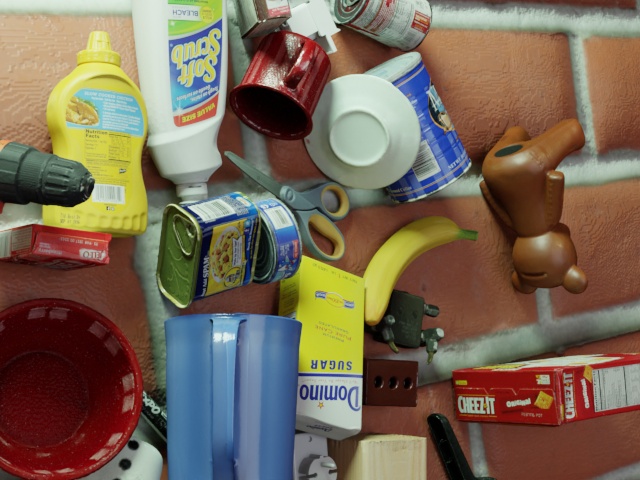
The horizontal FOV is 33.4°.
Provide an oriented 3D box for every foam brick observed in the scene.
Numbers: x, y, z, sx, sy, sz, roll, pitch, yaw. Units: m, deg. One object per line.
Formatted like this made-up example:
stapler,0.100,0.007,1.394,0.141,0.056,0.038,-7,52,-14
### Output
foam brick,0.065,0.158,1.192,0.078,0.051,0.053,7,82,-37

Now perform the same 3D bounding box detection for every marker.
marker,-0.172,0.156,1.029,0.121,0.020,0.020,53,58,-22

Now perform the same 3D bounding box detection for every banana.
banana,0.098,0.023,1.224,0.197,0.070,0.037,-38,139,-31

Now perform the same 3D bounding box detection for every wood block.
wood block,0.053,0.314,1.144,0.090,0.091,0.206,5,83,-37

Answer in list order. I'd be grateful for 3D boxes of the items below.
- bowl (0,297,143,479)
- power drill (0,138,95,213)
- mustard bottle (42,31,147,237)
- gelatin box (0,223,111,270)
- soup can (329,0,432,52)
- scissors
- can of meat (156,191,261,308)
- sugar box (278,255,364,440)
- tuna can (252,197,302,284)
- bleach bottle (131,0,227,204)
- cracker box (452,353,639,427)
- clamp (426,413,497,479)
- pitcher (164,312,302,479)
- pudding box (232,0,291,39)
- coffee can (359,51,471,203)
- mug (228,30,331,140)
bowl,-0.241,0.135,0.941,0.161,0.055,0.162,9,68,-25
power drill,-0.290,0.005,0.874,0.057,0.184,0.187,54,48,-72
mustard bottle,-0.209,-0.101,1.000,0.096,0.058,0.191,4,84,-36
gelatin box,-0.238,0.008,0.947,0.073,0.089,0.030,10,79,-37
soup can,0.070,-0.264,1.225,0.102,0.069,0.068,17,76,-36
scissors,-0.026,-0.058,1.146,0.201,0.016,0.096,51,51,-34
can of meat,-0.108,0.007,1.050,0.083,0.058,0.102,-17,129,-40
sugar box,0.000,0.113,1.122,0.093,0.048,0.176,21,56,-33
tuna can,-0.057,0.001,1.091,0.033,0.086,0.086,-15,95,-36
bleach bottle,-0.132,-0.163,1.065,0.102,0.068,0.251,-7,93,-40
cracker box,0.293,0.181,1.296,0.213,0.164,0.072,-1,85,-38
clamp,0.170,0.325,1.267,0.209,0.036,0.164,41,62,-28
pitcher,-0.085,0.188,0.996,0.149,0.145,0.243,13,72,-45
pudding box,-0.066,-0.260,1.091,0.039,0.113,0.090,-16,96,-11
coffee can,0.096,-0.127,1.210,0.102,0.103,0.140,-40,110,-33
mug,-0.034,-0.169,1.109,0.093,0.117,0.081,26,63,-10
